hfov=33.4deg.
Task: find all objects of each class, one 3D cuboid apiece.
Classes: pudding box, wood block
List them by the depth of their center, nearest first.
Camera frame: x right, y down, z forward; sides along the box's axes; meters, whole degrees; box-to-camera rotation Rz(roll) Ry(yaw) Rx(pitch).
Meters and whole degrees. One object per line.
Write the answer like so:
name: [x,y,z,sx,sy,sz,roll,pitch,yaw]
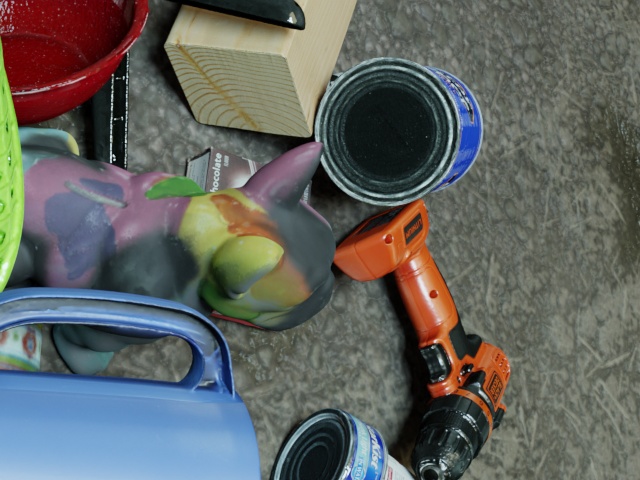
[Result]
pudding box: [-0.055,0.001,0.753,0.089,0.039,0.113,17,68,-37]
wood block: [-0.028,-0.187,0.772,0.091,0.090,0.206,71,32,-58]

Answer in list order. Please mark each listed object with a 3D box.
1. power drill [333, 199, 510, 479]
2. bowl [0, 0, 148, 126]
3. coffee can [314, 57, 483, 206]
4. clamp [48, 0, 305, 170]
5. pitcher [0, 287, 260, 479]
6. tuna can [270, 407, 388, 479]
power drill: [0.077,0.074,0.810,0.187,0.057,0.184,64,25,-9]
bowl: [-0.182,-0.117,0.631,0.162,0.055,0.162,3,47,-4]
coffee can: [0.063,-0.082,0.796,0.140,0.103,0.103,-23,95,-74]
clamp: [-0.117,-0.167,0.687,0.210,0.164,0.036,61,9,9]
pitcher: [-0.157,0.110,0.510,0.242,0.145,0.149,12,49,-27]
tuna can: [0.004,0.159,0.731,0.033,0.086,0.086,35,58,-27]
